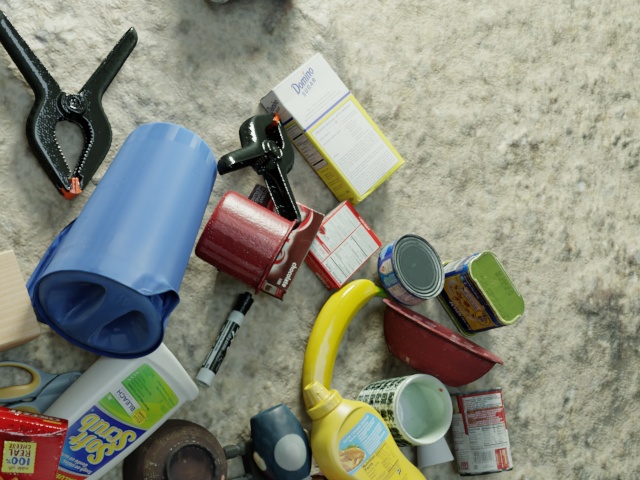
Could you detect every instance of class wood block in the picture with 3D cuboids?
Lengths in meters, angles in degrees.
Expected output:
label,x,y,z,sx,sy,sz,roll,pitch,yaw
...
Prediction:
label,x,y,z,sx,sy,sz,roll,pitch,yaw
wood block,-0.387,0.086,1.019,0.205,0.090,0.091,-18,87,-31

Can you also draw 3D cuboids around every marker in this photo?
label,x,y,z,sx,sy,sz,roll,pitch,yaw
marker,-0.107,0.110,1.210,0.020,0.020,0.121,35,63,-18

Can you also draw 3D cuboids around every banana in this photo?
label,x,y,z,sx,sy,sz,roll,pitch,yaw
banana,0.021,0.114,1.269,0.069,0.037,0.197,40,62,-15

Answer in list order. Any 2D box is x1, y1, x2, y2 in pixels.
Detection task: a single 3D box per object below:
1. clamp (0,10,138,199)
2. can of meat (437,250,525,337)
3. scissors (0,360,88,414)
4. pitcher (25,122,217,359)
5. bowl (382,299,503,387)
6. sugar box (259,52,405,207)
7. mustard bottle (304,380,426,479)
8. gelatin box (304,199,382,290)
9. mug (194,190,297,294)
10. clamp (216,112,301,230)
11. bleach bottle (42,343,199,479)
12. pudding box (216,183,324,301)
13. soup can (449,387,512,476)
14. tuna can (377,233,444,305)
label,x,y,z,sx,sy,sz,roll,pitch,yaw
clamp,-0.267,-0.152,1.175,0.164,0.036,0.210,-7,83,-30
can of meat,0.200,0.067,1.353,0.057,0.084,0.102,-37,97,-31
scissors,-0.264,0.165,1.111,0.201,0.016,0.096,5,78,-29
pitcher,-0.199,-0.007,1.108,0.149,0.145,0.242,24,48,-7
bowl,0.135,0.130,1.277,0.162,0.162,0.055,27,92,-21
sugar box,0.015,-0.135,1.324,0.093,0.048,0.176,-42,96,-30
mustard bottle,0.043,0.236,1.175,0.096,0.058,0.191,-39,97,-40
gelatin box,0.021,0.006,1.300,0.089,0.030,0.073,-44,100,-27
mug,-0.081,-0.003,1.157,0.081,0.117,0.093,29,104,-1
clamp,-0.071,-0.097,1.224,0.120,0.039,0.171,42,26,-36
bleach bottle,-0.243,0.207,1.081,0.250,0.068,0.102,-46,122,-23
pudding box,-0.058,0.001,1.236,0.090,0.039,0.113,24,66,3
soup can,0.198,0.236,1.319,0.068,0.069,0.102,-2,79,-30
tuna can,0.112,0.037,1.330,0.086,0.034,0.086,19,58,-33
